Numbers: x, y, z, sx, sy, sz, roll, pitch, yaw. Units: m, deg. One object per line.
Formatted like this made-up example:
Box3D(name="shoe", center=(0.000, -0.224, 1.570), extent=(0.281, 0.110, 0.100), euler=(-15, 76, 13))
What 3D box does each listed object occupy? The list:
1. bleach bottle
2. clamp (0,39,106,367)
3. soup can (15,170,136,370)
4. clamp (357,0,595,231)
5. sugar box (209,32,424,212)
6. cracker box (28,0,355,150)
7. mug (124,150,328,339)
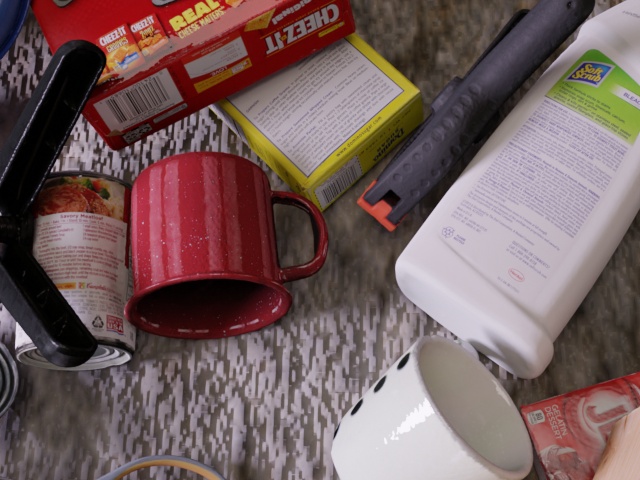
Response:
Box3D(name="bleach bottle", center=(0.154, -0.049, 0.612), extent=(0.103, 0.068, 0.250), euler=(36, 76, 17))
Box3D(name="clamp", center=(-0.176, -0.016, 0.588), extent=(0.210, 0.036, 0.164), euler=(-5, 78, 49))
Box3D(name="soup can", center=(-0.141, 0.019, 0.622), extent=(0.068, 0.068, 0.102), euler=(-5, 70, 5))
Box3D(name="clamp", center=(0.088, -0.080, 0.626), extent=(0.039, 0.120, 0.171), euler=(44, 100, 2))
Box3D(name="sugar box", center=(-0.029, -0.109, 0.666), extent=(0.093, 0.048, 0.176), euler=(-41, 67, -8))
Box3D(name="cracker box", center=(-0.100, -0.181, 0.642), extent=(0.164, 0.072, 0.214), euler=(-28, 66, -2))
Box3D(name="mug", center=(-0.054, 0.001, 0.607), extent=(0.117, 0.093, 0.081), euler=(-8, 65, 3))
